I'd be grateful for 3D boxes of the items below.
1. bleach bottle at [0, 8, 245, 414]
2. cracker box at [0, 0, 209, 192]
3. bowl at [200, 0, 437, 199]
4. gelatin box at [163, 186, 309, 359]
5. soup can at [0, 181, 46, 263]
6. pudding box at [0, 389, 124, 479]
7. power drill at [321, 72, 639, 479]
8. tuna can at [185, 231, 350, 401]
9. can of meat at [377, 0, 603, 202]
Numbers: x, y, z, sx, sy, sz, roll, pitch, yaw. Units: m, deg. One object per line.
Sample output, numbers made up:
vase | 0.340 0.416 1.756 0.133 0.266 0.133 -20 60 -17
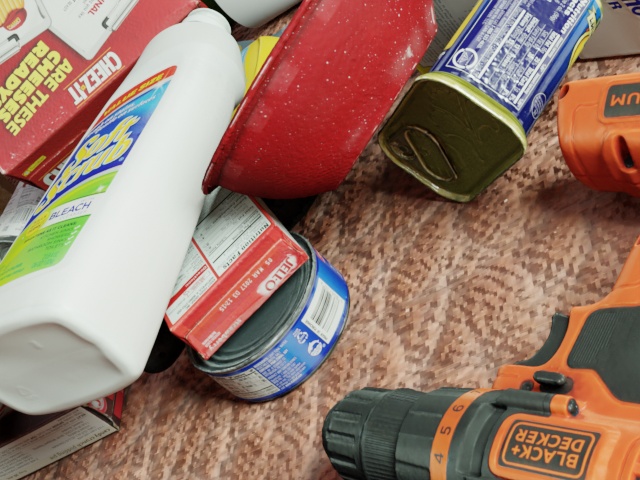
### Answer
bleach bottle | -0.100 -0.034 0.564 0.103 0.068 0.250 -20 38 35
cracker box | -0.186 -0.163 0.714 0.164 0.072 0.214 -40 70 6
bowl | 0.009 -0.076 0.510 0.162 0.055 0.162 -58 2 2
gelatin box | -0.052 0.010 0.547 0.073 0.030 0.089 -45 32 2
soup can | -0.191 -0.020 0.770 0.069 0.068 0.102 -17 43 38
pudding box | -0.167 0.091 0.649 0.114 0.039 0.090 -30 37 25
power drill | 0.098 0.025 0.400 0.185 0.057 0.187 3 60 46
tuna can | -0.027 0.039 0.548 0.086 0.033 0.086 -30 36 25
can of meat | 0.079 -0.076 0.501 0.084 0.057 0.102 -55 0 -18
